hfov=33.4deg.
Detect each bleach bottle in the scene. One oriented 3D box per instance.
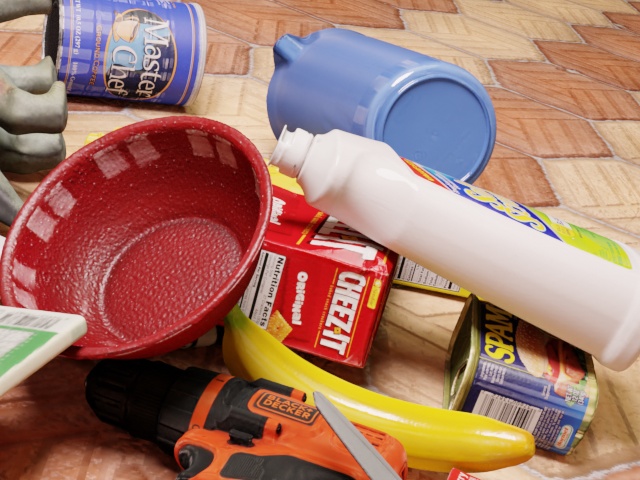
[{"bbox_3d":[0.086,-0.007,0.672,0.250,0.068,0.102,24,17,-5],"label":"bleach bottle"}]

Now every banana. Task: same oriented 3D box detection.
[{"bbox_3d":[0.021,0.094,0.608,0.198,0.070,0.037,23,55,8],"label":"banana"}]

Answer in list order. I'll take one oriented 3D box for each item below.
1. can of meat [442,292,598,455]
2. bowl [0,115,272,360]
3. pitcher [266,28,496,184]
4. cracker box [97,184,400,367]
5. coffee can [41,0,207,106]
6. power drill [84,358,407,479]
[{"bbox_3d":[0.128,0.087,0.690,0.084,0.057,0.102,18,26,1],"label":"can of meat"},{"bbox_3d":[-0.094,0.008,0.594,0.162,0.055,0.162,-11,52,14],"label":"bowl"},{"bbox_3d":[0.055,-0.099,0.898,0.149,0.145,0.243,-3,15,-17],"label":"pitcher"},{"bbox_3d":[-0.055,0.001,0.725,0.214,0.072,0.164,16,14,5],"label":"cracker box"},{"bbox_3d":[-0.192,-0.187,1.036,0.140,0.103,0.103,3,27,-24],"label":"coffee can"},{"bbox_3d":[-0.067,0.122,0.509,0.185,0.057,0.187,14,25,17],"label":"power drill"}]
